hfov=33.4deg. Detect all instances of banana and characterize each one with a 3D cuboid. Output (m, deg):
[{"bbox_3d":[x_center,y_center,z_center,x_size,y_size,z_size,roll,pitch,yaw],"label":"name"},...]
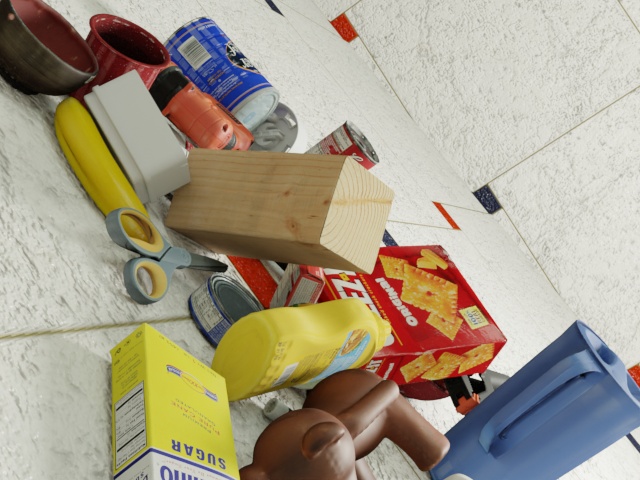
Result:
[{"bbox_3d":[-0.211,-0.076,1.015,0.069,0.037,0.198,26,28,-56],"label":"banana"}]

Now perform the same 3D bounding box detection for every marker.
[{"bbox_3d":[-0.006,0.185,0.996,0.121,0.020,0.020,41,17,-29],"label":"marker"}]

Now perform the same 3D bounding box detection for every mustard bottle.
[{"bbox_3d":[-0.003,0.093,0.969,0.191,0.096,0.058,-6,52,-46],"label":"mustard bottle"}]

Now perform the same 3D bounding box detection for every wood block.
[{"bbox_3d":[-0.043,-0.032,1.063,0.206,0.090,0.090,6,-18,39],"label":"wood block"}]

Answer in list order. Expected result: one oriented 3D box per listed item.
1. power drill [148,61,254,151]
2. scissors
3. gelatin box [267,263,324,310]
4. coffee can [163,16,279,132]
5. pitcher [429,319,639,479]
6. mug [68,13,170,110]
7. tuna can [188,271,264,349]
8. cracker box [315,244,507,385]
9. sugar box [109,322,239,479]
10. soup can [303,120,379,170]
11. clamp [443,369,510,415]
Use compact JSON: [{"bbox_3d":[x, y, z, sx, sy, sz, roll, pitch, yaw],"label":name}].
[{"bbox_3d":[-0.159,-0.161,1.268,0.184,0.057,0.187,46,4,13],"label":"power drill"},{"bbox_3d":[-0.133,0.032,0.986,0.201,0.016,0.096,39,37,-55],"label":"scissors"},{"bbox_3d":[-0.026,0.057,1.112,0.030,0.089,0.073,21,22,-13],"label":"gelatin box"},{"bbox_3d":[-0.137,-0.211,1.415,0.140,0.103,0.102,49,15,12],"label":"coffee can"},{"bbox_3d":[0.234,0.207,1.188,0.149,0.243,0.145,45,16,-15],"label":"pitcher"},{"bbox_3d":[-0.218,-0.186,1.139,0.093,0.082,0.117,27,28,-16],"label":"mug"},{"bbox_3d":[-0.085,0.073,1.014,0.086,0.034,0.086,45,16,-16],"label":"tuna can"},{"bbox_3d":[0.087,0.083,1.239,0.213,0.072,0.164,-2,46,-35],"label":"cracker box"},{"bbox_3d":[-0.103,0.146,0.762,0.093,0.048,0.176,40,17,-32],"label":"sugar box"},{"bbox_3d":[0.015,-0.096,1.357,0.068,0.102,0.068,48,16,-19],"label":"soup can"},{"bbox_3d":[0.192,0.169,1.343,0.164,0.036,0.210,45,18,-14],"label":"clamp"}]
